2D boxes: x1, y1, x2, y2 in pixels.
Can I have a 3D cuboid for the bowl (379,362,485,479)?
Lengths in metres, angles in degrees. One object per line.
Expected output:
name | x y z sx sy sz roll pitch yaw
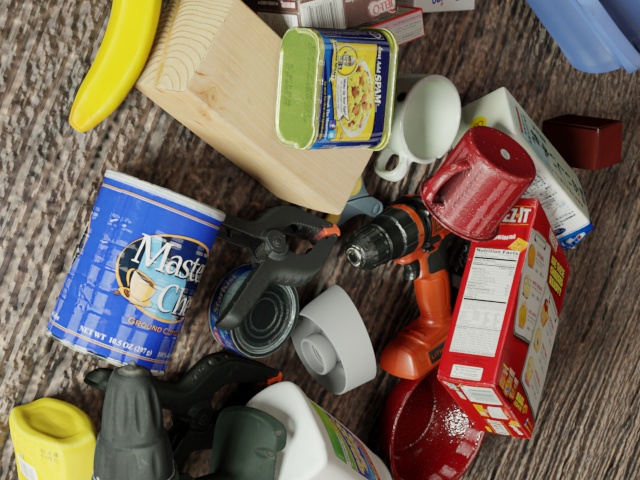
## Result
bowl | 0.117 0.201 1.190 0.161 0.055 0.162 -14 112 -39

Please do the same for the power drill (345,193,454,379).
power drill | 0.095 0.046 1.107 0.184 0.057 0.188 -27 124 -41

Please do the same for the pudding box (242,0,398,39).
pudding box | -0.003 -0.206 0.934 0.113 0.090 0.039 -22 115 -36

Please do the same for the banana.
banana | -0.159 -0.183 0.839 0.069 0.037 0.198 1 101 -24

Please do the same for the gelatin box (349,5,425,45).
gelatin box | 0.041 -0.193 0.989 0.089 0.073 0.030 -28 120 -34

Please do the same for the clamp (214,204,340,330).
clamp | -0.056 0.001 0.964 0.171 0.039 0.120 -25 88 -46

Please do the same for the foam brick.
foam brick | 0.308 -0.116 1.255 0.052 0.078 0.051 -17 112 -38

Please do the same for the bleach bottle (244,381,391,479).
bleach bottle | 0.013 0.220 1.070 0.068 0.103 0.250 -33 150 9

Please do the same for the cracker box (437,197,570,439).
cracker box | 0.199 0.083 1.146 0.164 0.072 0.213 50 51 -53

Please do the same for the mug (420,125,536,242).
mug | 0.149 -0.058 1.047 0.117 0.093 0.082 -3 139 -40

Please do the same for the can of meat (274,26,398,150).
can of meat | 0.012 -0.124 0.871 0.083 0.058 0.102 -6 106 -40

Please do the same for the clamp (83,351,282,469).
clamp | -0.121 0.169 0.974 0.209 0.036 0.164 -15 115 -42

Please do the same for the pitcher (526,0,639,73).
pitcher | 0.266 -0.288 1.122 0.242 0.149 0.145 36 77 -39

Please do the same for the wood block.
wood block | -0.052 -0.114 0.917 0.205 0.090 0.091 37 77 -42

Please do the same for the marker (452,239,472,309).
marker | 0.164 0.024 1.205 0.020 0.020 0.121 31 81 -43

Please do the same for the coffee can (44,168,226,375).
coffee can | -0.149 0.025 0.861 0.102 0.103 0.140 23 87 -44

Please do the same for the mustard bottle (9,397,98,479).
mustard bottle | -0.209 0.231 0.872 0.058 0.096 0.192 -17 113 -38

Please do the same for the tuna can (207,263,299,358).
tuna can | -0.061 0.066 1.001 0.085 0.034 0.086 -14 112 -39

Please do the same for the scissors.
scissors | 0.038 -0.022 1.079 0.096 0.016 0.201 -54 137 -8
